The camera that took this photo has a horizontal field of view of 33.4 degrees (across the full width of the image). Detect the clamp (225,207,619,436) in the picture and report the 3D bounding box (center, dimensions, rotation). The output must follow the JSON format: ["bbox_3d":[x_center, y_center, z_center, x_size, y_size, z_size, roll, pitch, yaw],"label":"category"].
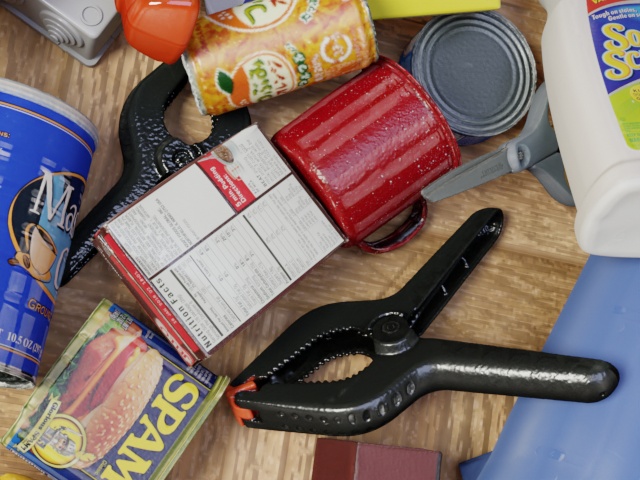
[{"bbox_3d":[0.046,0.055,0.626,0.210,0.164,0.036,-15,128,1],"label":"clamp"}]

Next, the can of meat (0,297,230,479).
[{"bbox_3d":[-0.114,0.095,0.591,0.084,0.057,0.102,36,74,-5],"label":"can of meat"}]

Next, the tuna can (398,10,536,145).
[{"bbox_3d":[0.093,-0.105,0.688,0.086,0.034,0.086,2,81,-15],"label":"tuna can"}]

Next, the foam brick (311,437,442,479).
[{"bbox_3d":[0.030,0.142,0.612,0.053,0.078,0.051,9,79,-17],"label":"foam brick"}]

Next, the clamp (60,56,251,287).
[{"bbox_3d":[-0.075,-0.035,0.629,0.120,0.039,0.171,22,76,-15],"label":"clamp"}]

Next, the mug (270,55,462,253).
[{"bbox_3d":[0.028,-0.041,0.640,0.081,0.093,0.117,-36,129,-13],"label":"mug"}]

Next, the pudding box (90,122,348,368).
[{"bbox_3d":[-0.054,0.001,0.586,0.113,0.039,0.090,-38,93,-25],"label":"pudding box"}]

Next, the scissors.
[{"bbox_3d":[0.128,-0.037,0.654,0.201,0.016,0.096,-44,117,-41],"label":"scissors"}]

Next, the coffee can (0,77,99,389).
[{"bbox_3d":[-0.181,-0.003,0.555,0.102,0.103,0.140,14,73,-13],"label":"coffee can"}]
